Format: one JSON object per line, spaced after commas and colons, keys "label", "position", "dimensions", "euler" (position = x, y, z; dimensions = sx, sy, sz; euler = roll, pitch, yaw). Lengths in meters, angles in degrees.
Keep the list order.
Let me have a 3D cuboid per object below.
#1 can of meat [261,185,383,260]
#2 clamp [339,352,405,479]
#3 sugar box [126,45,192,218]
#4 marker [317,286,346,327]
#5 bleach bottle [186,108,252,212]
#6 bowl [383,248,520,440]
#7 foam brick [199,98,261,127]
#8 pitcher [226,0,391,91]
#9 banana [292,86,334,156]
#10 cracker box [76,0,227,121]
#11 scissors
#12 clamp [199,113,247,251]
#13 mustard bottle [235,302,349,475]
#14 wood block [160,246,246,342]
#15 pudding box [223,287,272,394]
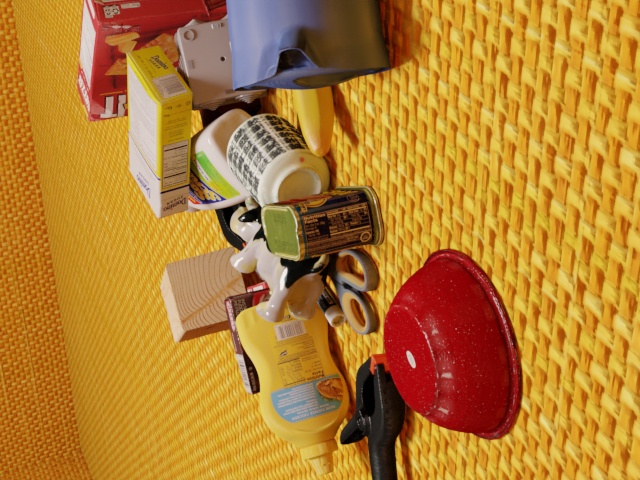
{"label": "can of meat", "position": [-0.001, -0.016, 1.013], "dimensions": [0.102, 0.083, 0.057], "euler": [-172, 71, -68]}
{"label": "clamp", "position": [0.058, 0.186, 1.045], "dimensions": [0.171, 0.039, 0.120], "euler": [97, 150, -42]}
{"label": "sugar box", "position": [-0.181, -0.119, 1.200], "dimensions": [0.093, 0.048, 0.176], "euler": [55, 154, 34]}
{"label": "marker", "position": [-0.005, 0.049, 1.155], "dimensions": [0.121, 0.020, 0.020], "euler": [-125, 30, -45]}
{"label": "bleach bottle", "position": [-0.129, -0.075, 1.267], "dimensions": [0.102, 0.068, 0.251], "euler": [50, 155, -8]}
{"label": "bowl", "position": [0.096, 0.090, 0.869], "dimensions": [0.162, 0.055, 0.162], "euler": [167, 90, -69]}
{"label": "foam brick", "position": [-0.109, -0.160, 1.251], "dimensions": [0.078, 0.052, 0.051], "euler": [136, 119, -66]}
{"label": "pitcher", "position": [-0.021, -0.247, 0.891], "dimensions": [0.149, 0.144, 0.243], "euler": [0, 99, 57]}
{"label": "banana", "position": [-0.022, -0.175, 1.012], "dimensions": [0.037, 0.069, 0.198], "euler": [-17, 92, 25]}
{"label": "cracker box", "position": [-0.205, -0.235, 1.299], "dimensions": [0.214, 0.164, 0.072], "euler": [118, 137, -60]}
{"label": "scissors", "position": [0.014, 0.044, 1.107], "dimensions": [0.202, 0.016, 0.096], "euler": [-176, 74, -69]}
{"label": "clamp", "position": [-0.119, -0.068, 1.354], "dimensions": [0.210, 0.036, 0.165], "euler": [55, 148, 40]}
{"label": "mustard bottle", "position": [-0.021, 0.158, 1.152], "dimensions": [0.058, 0.096, 0.191], "euler": [135, 120, -69]}
{"label": "wood block", "position": [-0.157, 0.077, 1.422], "dimensions": [0.206, 0.090, 0.090], "euler": [139, 116, -76]}
{"label": "pudding box", "position": [-0.054, 0.110, 1.217], "dimensions": [0.039, 0.090, 0.113], "euler": [176, 81, -71]}
